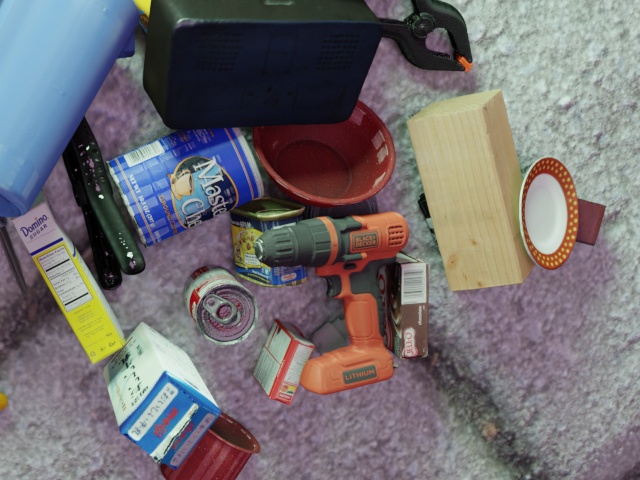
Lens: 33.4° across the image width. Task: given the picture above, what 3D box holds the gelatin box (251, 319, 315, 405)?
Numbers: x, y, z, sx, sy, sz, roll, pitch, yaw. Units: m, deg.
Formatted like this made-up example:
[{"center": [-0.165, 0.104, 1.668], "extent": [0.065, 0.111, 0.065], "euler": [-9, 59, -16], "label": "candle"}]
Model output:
[{"center": [-0.042, 0.137, 1.212], "extent": [0.030, 0.089, 0.073], "euler": [21, 94, -19], "label": "gelatin box"}]

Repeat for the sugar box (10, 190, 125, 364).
[{"center": [-0.268, 0.038, 1.131], "extent": [0.048, 0.093, 0.176], "euler": [-31, 106, -8], "label": "sugar box"}]

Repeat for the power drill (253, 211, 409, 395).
[{"center": [0.015, 0.066, 1.141], "extent": [0.184, 0.057, 0.188], "euler": [-8, 104, -30], "label": "power drill"}]

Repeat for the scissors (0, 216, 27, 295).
[{"center": [-0.341, -0.042, 1.128], "extent": [0.016, 0.096, 0.202], "euler": [-8, 135, 7], "label": "scissors"}]

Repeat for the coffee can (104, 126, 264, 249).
[{"center": [-0.144, -0.066, 1.139], "extent": [0.140, 0.103, 0.103], "euler": [-25, 106, -9], "label": "coffee can"}]

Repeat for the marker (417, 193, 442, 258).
[{"center": [0.145, -0.002, 1.274], "extent": [0.020, 0.020, 0.121], "euler": [-28, 106, -9], "label": "marker"}]

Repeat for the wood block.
[{"center": [0.178, -0.057, 1.219], "extent": [0.090, 0.090, 0.206], "euler": [-8, 106, 29], "label": "wood block"}]

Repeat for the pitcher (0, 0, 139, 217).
[{"center": [-0.289, -0.155, 1.023], "extent": [0.149, 0.145, 0.242], "euler": [21, 70, 2], "label": "pitcher"}]

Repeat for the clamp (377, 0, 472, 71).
[{"center": [0.112, -0.254, 1.197], "extent": [0.171, 0.039, 0.120], "euler": [24, 116, -26], "label": "clamp"}]

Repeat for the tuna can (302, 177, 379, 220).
[{"center": [0.024, -0.032, 1.228], "extent": [0.086, 0.034, 0.086], "euler": [-3, 101, -15], "label": "tuna can"}]

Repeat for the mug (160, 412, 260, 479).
[{"center": [-0.138, 0.238, 1.214], "extent": [0.117, 0.093, 0.081], "euler": [34, 95, 12], "label": "mug"}]

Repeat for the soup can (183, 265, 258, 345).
[{"center": [-0.112, 0.069, 1.174], "extent": [0.068, 0.102, 0.068], "euler": [-3, 101, -15], "label": "soup can"}]

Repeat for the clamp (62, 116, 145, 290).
[{"center": [-0.239, -0.045, 1.122], "extent": [0.036, 0.165, 0.210], "euler": [-19, 82, -22], "label": "clamp"}]

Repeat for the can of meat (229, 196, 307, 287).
[{"center": [-0.058, 0.001, 1.176], "extent": [0.057, 0.102, 0.084], "euler": [-13, 107, -31], "label": "can of meat"}]

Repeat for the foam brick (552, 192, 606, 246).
[{"center": [0.294, -0.030, 1.292], "extent": [0.078, 0.053, 0.051], "euler": [13, 97, -18], "label": "foam brick"}]

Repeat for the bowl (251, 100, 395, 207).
[{"center": [-0.002, -0.092, 1.174], "extent": [0.162, 0.055, 0.162], "euler": [8, 56, -12], "label": "bowl"}]

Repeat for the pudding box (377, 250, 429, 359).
[{"center": [0.092, 0.072, 1.237], "extent": [0.039, 0.090, 0.113], "euler": [-1, 100, -18], "label": "pudding box"}]
